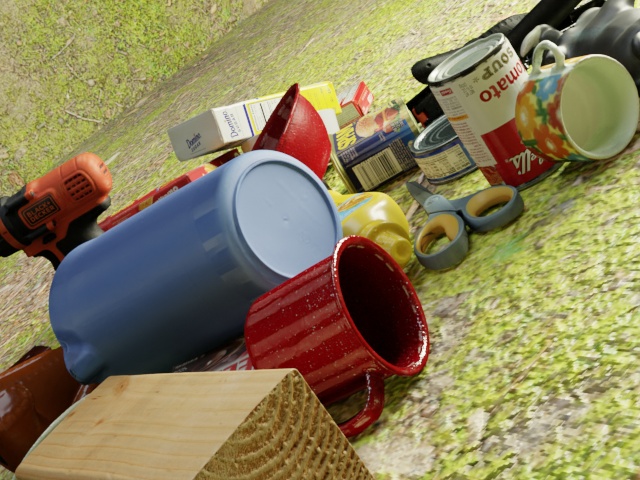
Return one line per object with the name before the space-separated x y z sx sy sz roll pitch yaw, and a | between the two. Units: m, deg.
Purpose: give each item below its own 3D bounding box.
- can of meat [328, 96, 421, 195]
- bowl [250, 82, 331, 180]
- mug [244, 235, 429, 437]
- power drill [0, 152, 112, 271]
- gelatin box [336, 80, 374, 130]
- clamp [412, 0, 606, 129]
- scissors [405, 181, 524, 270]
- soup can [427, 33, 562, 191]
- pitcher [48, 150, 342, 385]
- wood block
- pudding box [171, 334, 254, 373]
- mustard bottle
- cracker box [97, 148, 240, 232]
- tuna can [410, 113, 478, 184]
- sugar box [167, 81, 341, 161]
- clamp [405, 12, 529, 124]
can of meat | 0.055 -0.088 1.011 0.084 0.057 0.102 -29 18 9
bowl | -0.035 -0.060 0.974 0.162 0.055 0.162 -59 13 23
mug | 0.010 0.066 0.653 0.082 0.093 0.117 -30 53 30
power drill | -0.244 0.031 1.025 0.184 0.187 0.057 -30 19 11
gelatin box | 0.018 -0.150 1.291 0.089 0.030 0.073 -27 17 23
clamp | 0.180 -0.171 0.994 0.210 0.036 0.164 -38 -12 26
scissors | 0.108 -0.032 0.831 0.096 0.016 0.201 -28 18 16
soup can | 0.134 -0.095 0.803 0.068 0.102 0.068 -31 17 10
pitcher | -0.091 0.017 0.814 0.144 0.149 0.243 6 -23 -39
wood block | -0.076 0.135 0.596 0.207 0.091 0.090 -11 29 52
pudding box | -0.061 0.104 0.737 0.114 0.039 0.090 -28 18 21
mustard bottle | 0.016 0.003 0.833 0.096 0.058 0.192 -43 19 -17
cracker box | -0.163 -0.020 1.152 0.164 0.072 0.213 -29 5 14
tuna can | 0.121 -0.087 0.921 0.086 0.033 0.086 -31 17 11
sugar box | -0.071 -0.132 1.180 0.175 0.048 0.094 -23 6 -39
clamp | 0.151 -0.179 1.047 0.171 0.039 0.120 -35 -7 -1
